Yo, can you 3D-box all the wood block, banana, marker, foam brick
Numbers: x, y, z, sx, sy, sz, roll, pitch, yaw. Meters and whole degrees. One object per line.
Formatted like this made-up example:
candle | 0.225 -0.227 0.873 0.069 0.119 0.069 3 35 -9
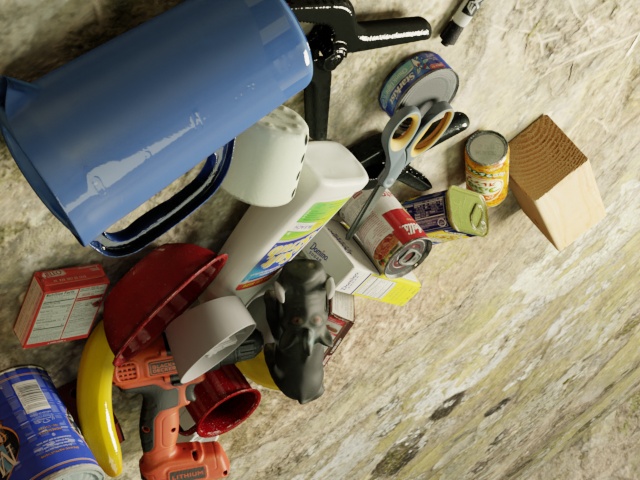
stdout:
wood block | 0.317 -0.074 1.458 0.090 0.091 0.206 -39 152 4
banana | -0.230 0.156 1.154 0.037 0.069 0.198 -151 -107 -85
marker | 0.159 -0.249 1.090 0.020 0.020 0.121 -4 138 -46
foam brick | -0.265 0.201 1.215 0.053 0.078 0.051 -29 149 -18

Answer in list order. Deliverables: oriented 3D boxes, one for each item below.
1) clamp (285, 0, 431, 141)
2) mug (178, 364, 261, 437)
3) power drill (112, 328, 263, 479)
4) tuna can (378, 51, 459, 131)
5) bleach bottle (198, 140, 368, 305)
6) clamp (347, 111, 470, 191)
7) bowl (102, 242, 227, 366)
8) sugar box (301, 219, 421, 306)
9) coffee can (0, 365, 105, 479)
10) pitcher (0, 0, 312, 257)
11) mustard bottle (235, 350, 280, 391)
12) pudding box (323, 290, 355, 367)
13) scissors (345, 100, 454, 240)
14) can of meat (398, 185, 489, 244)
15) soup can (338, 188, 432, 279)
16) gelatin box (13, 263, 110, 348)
clamp | 0.015 -0.185 1.000 0.164 0.036 0.209 -41 152 7
mug | -0.143 0.195 1.341 0.117 0.081 0.093 -42 152 7
power drill | -0.151 0.190 1.241 0.184 0.057 0.188 -8 111 -10
tuna can | 0.105 -0.160 1.145 0.086 0.034 0.086 -28 151 -17
bleach bottle | -0.058 0.001 1.173 0.102 0.068 0.251 -11 146 -53
clamp | 0.086 -0.088 1.228 0.171 0.039 0.120 -14 140 -26
bowl | -0.170 0.054 1.092 0.162 0.055 0.162 -45 176 -4
sugar box | 0.046 0.026 1.295 0.048 0.093 0.175 -48 150 18
coffee can | -0.304 0.217 1.126 0.102 0.140 0.103 -28 151 -18
pitcher | -0.127 -0.104 0.863 0.242 0.145 0.149 -34 173 -13
mustard bottle | -0.048 0.166 1.387 0.058 0.096 0.191 -58 159 -3
pudding box | 0.008 0.089 1.331 0.039 0.113 0.090 20 125 -16
scissors | 0.068 -0.078 1.171 0.202 0.016 0.096 -48 148 19
can of meat | 0.151 -0.028 1.338 0.084 0.057 0.101 -13 166 34
soup can | 0.075 -0.013 1.258 0.068 0.102 0.068 -28 150 -18
gelatin box | -0.259 0.065 1.068 0.073 0.030 0.089 -9 140 -40
